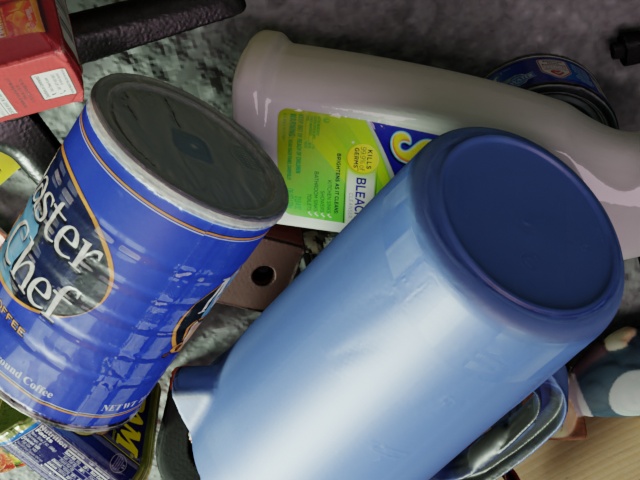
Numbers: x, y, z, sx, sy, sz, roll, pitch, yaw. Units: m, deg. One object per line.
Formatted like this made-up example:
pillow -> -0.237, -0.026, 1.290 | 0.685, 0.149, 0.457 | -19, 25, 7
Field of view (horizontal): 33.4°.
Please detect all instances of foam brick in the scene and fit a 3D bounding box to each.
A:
foam brick -> -0.054, 0.001, 0.618 | 0.078, 0.051, 0.053 | 14, 123, -14

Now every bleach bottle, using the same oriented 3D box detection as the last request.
bleach bottle -> 0.083, -0.043, 0.548 | 0.251, 0.068, 0.102 | 8, 127, 10

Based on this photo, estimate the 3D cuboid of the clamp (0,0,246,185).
clamp -> -0.154, -0.070, 0.532 | 0.209, 0.036, 0.165 | 9, 110, -25

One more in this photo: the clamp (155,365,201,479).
clamp -> -0.046, 0.155, 0.690 | 0.120, 0.039, 0.171 | -18, 111, -10

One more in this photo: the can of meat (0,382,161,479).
can of meat -> -0.149, 0.104, 0.657 | 0.057, 0.102, 0.084 | -32, 120, 19

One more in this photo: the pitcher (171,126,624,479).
pitcher -> 0.045, 0.058, 0.533 | 0.148, 0.145, 0.243 | -20, 160, -38

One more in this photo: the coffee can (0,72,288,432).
coffee can -> -0.095, 0.007, 0.509 | 0.102, 0.103, 0.140 | 27, 115, -22
